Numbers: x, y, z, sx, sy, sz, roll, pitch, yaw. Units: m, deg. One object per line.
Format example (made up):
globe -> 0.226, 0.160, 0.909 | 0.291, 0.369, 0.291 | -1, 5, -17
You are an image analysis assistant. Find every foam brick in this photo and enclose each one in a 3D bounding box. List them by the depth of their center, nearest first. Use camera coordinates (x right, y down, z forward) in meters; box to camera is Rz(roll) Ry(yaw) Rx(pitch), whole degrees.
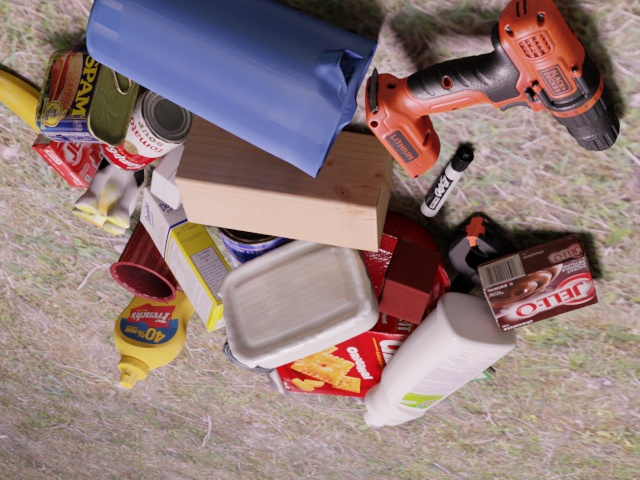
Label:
foam brick -> 0.094, 0.045, 1.141 | 0.051, 0.053, 0.078 | 19, 151, 6

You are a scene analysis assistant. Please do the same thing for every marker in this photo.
marker -> 0.130, -0.060, 1.092 | 0.020, 0.020, 0.121 | 23, 150, -2

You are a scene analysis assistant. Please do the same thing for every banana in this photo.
banana -> -0.320, -0.131, 1.253 | 0.070, 0.037, 0.197 | 2, 145, 32

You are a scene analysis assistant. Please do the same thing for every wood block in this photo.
wood block -> -0.034, -0.062, 1.103 | 0.206, 0.090, 0.091 | 9, 151, 9

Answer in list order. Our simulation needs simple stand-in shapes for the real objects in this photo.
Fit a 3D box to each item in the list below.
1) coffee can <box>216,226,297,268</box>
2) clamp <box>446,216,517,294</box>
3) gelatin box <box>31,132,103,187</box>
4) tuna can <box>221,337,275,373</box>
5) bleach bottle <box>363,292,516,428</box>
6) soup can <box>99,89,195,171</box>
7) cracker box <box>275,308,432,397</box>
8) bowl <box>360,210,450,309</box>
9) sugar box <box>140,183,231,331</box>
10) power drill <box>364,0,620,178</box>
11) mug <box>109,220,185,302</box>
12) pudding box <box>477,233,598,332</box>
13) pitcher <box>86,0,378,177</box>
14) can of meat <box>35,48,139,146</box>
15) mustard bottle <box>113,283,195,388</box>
coffee can -> -0.058, 0.002, 1.233 | 0.103, 0.102, 0.140 | 11, 149, 18
clamp -> 0.177, 0.034, 1.197 | 0.120, 0.039, 0.171 | -6, 140, 26
gelatin box -> -0.272, -0.115, 1.195 | 0.030, 0.089, 0.073 | 1, 144, 33
tuna can -> -0.103, 0.164, 1.601 | 0.086, 0.033, 0.086 | 16, 150, 10
bleach bottle -> 0.119, 0.156, 1.263 | 0.102, 0.068, 0.251 | 12, 141, -27
soup can -> -0.186, -0.121, 1.152 | 0.068, 0.068, 0.102 | 36, 147, -24
cracker box -> 0.041, 0.138, 1.377 | 0.214, 0.072, 0.164 | 3, 142, 18
bowl -> 0.076, 0.014, 1.213 | 0.162, 0.055, 0.162 | 16, 150, 9
sugar box -> -0.156, 0.017, 1.288 | 0.176, 0.048, 0.093 | 59, 157, 17
power drill -> 0.147, -0.116, 0.916 | 0.188, 0.057, 0.184 | -19, 137, 26
mug -> -0.205, 0.027, 1.394 | 0.117, 0.081, 0.093 | 24, 151, -4
pudding box -> 0.233, 0.047, 1.140 | 0.113, 0.039, 0.090 | -17, 138, 12
pitcher -> -0.081, -0.160, 0.965 | 0.243, 0.145, 0.149 | 25, 116, 1
can of meat -> -0.242, -0.150, 1.105 | 0.084, 0.102, 0.057 | 5, 166, 32
mustard bottle -> -0.223, 0.111, 1.432 | 0.096, 0.191, 0.058 | 15, 150, 11
